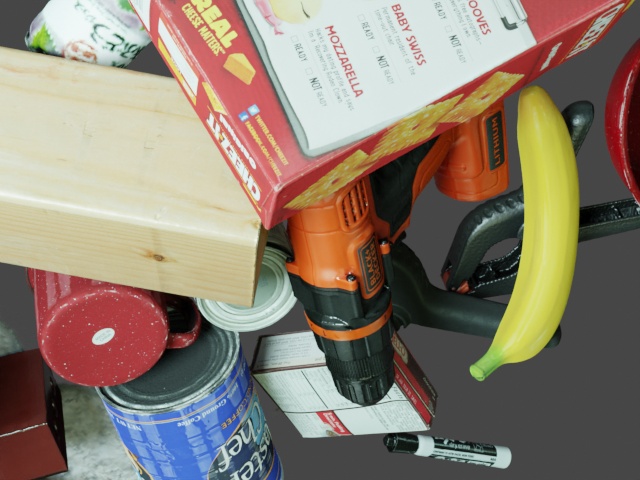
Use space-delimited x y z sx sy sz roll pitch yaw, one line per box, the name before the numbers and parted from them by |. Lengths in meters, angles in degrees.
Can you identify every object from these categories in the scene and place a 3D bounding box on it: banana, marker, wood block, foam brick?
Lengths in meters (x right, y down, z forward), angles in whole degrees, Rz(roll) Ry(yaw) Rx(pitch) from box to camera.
banana | 0.146 -0.002 0.713 0.069 0.037 0.198 -1 101 -48
marker | 0.107 0.176 0.901 0.121 0.020 0.020 13 120 -24
wood block | -0.128 -0.036 0.578 0.206 0.090 0.091 11 154 0
foam brick | -0.207 0.122 0.732 0.051 0.078 0.053 -16 130 -6

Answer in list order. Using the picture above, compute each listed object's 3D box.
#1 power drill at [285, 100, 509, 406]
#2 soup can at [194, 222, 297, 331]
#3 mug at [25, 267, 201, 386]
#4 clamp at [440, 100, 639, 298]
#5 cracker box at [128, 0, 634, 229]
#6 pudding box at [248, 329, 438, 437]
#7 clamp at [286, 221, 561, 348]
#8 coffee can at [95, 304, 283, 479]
power drill | 0.052 -0.012 0.661 0.187 0.057 0.184 -48 141 -37
soup can | -0.054 0.001 0.676 0.068 0.102 0.068 -8 126 -12
mug | -0.132 0.043 0.695 0.117 0.081 0.093 19 117 -27
clamp | 0.153 -0.021 0.763 0.171 0.039 0.120 -32 115 10
cracker box | 0.023 -0.129 0.529 0.213 0.164 0.072 -30 170 -15
pudding box | 0.017 0.104 0.781 0.114 0.039 0.090 -11 132 28
clamp | 0.046 0.055 0.774 0.209 0.036 0.165 33 130 -23
coffee can | -0.090 0.131 0.757 0.102 0.103 0.140 -17 127 -4
